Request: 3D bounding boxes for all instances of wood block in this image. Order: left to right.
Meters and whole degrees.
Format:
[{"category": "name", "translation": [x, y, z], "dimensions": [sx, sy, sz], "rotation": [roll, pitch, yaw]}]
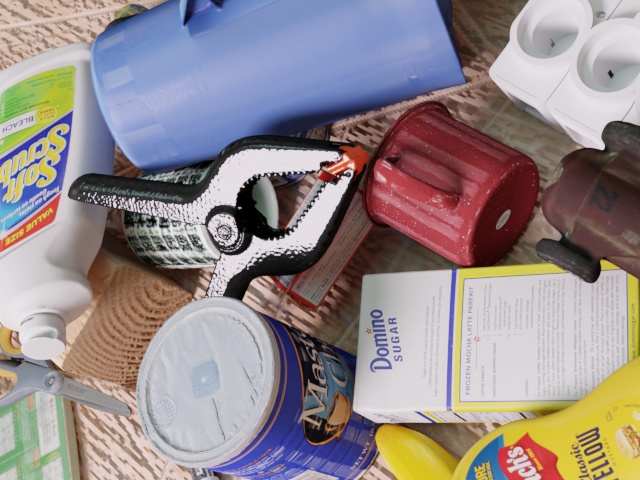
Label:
[{"category": "wood block", "translation": [-0.214, 0.025, 0.864], "dimensions": [0.206, 0.090, 0.091], "rotation": [32, 91, 37]}]

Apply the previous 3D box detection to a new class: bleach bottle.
[{"category": "bleach bottle", "translation": [-0.194, -0.030, 0.783], "dimensions": [0.102, 0.068, 0.251], "rotation": [-17, 53, 10]}]

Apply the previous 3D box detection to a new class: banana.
[{"category": "banana", "translation": [0.084, 0.192, 0.638], "dimensions": [0.070, 0.037, 0.198], "rotation": [-27, 59, 21]}]

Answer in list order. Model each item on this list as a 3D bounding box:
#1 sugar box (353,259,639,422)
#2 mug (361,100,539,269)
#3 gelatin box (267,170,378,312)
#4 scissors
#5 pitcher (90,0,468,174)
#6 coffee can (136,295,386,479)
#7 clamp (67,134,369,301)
[{"category": "sugar box", "translation": [0.110, 0.064, 0.657], "dimensions": [0.176, 0.048, 0.093], "rotation": [-5, 68, 27]}, {"category": "mug", "translation": [0.081, -0.034, 0.683], "dimensions": [0.082, 0.117, 0.093], "rotation": [32, 103, 32]}, {"category": "gelatin box", "translation": [0.000, 0.000, 0.753], "dimensions": [0.089, 0.030, 0.073], "rotation": [-57, 22, 1]}, {"category": "scissors", "translation": [-0.214, 0.097, 0.866], "dimensions": [0.202, 0.016, 0.096], "rotation": [-7, 60, 35]}, {"category": "pitcher", "translation": [-0.033, -0.138, 0.725], "dimensions": [0.243, 0.145, 0.149], "rotation": [-19, 101, 11]}, {"category": "coffee can", "translation": [-0.034, 0.103, 0.684], "dimensions": [0.103, 0.140, 0.103], "rotation": [-12, 65, 29]}, {"category": "clamp", "translation": [-0.055, 0.001, 0.705], "dimensions": [0.210, 0.036, 0.164], "rotation": [-21, 99, 26]}]
